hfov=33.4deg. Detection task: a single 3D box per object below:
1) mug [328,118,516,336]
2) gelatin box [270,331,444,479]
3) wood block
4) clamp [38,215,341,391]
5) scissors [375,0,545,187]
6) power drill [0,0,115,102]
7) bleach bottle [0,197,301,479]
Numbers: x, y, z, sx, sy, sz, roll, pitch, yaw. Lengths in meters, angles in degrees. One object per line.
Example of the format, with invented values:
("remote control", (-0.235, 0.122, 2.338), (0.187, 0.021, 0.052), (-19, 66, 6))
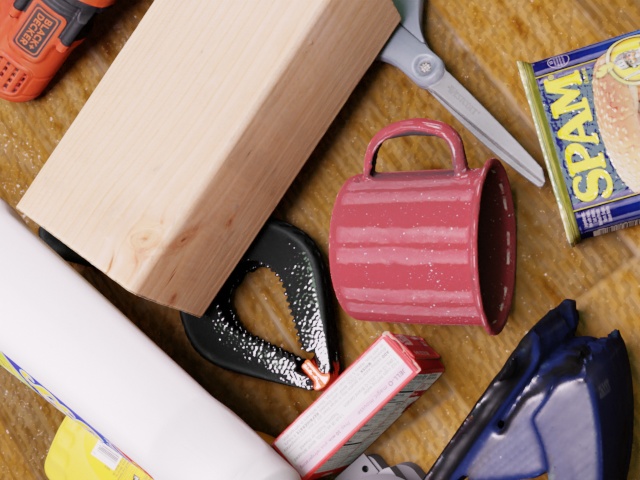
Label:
("mug", (0.053, -0.007, 0.567), (0.082, 0.093, 0.117), (0, 113, 23))
("gelatin box", (0.022, 0.089, 0.579), (0.089, 0.073, 0.030), (-46, 73, 8))
("wood block", (-0.056, -0.072, 0.583), (0.091, 0.090, 0.206), (33, 89, 22))
("clamp", (-0.054, 0.001, 0.634), (0.210, 0.036, 0.164), (41, 95, 20))
("scissors", (0.066, -0.116, 0.610), (0.202, 0.016, 0.096), (32, 89, 25))
("power drill", (-0.204, -0.193, 0.631), (0.187, 0.057, 0.185), (37, 122, -13))
("bleach bottle", (-0.098, 0.079, 0.549), (0.251, 0.102, 0.068), (36, 71, 19))
